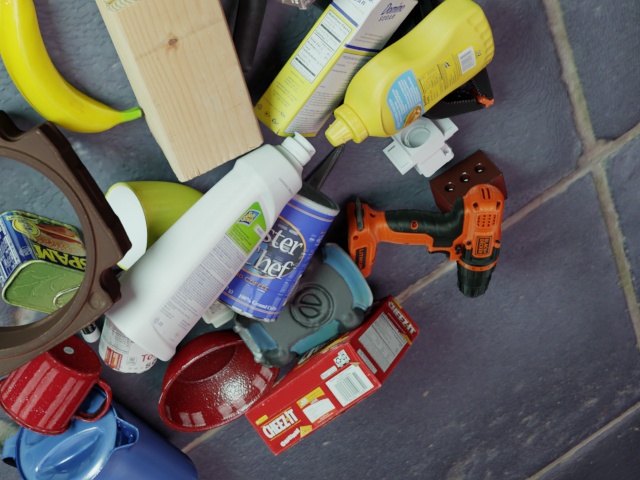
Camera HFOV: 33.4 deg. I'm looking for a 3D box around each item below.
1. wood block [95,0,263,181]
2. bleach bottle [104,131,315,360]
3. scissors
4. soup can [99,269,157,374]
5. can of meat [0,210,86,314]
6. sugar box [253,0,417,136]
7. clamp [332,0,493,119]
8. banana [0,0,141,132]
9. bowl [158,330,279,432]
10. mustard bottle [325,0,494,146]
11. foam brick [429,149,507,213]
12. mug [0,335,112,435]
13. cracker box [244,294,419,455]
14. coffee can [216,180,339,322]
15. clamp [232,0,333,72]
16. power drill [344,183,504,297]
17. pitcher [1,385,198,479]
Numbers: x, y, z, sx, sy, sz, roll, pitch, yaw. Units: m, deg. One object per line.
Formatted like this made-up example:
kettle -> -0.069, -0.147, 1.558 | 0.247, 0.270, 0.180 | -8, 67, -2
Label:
wood block -> -0.127, -0.163, 0.948 | 0.090, 0.090, 0.206 | -27, 142, -9
bleach bottle -> -0.098, -0.002, 1.034 | 0.251, 0.068, 0.102 | -47, 154, -5
scissors -> -0.021, -0.008, 1.196 | 0.202, 0.096, 0.016 | -41, 166, 11
soup can -> -0.203, 0.089, 1.173 | 0.068, 0.068, 0.102 | -6, 133, -32
can of meat -> -0.270, 0.022, 1.041 | 0.101, 0.084, 0.057 | 21, 116, -47
sugar box -> 0.014, -0.181, 1.045 | 0.176, 0.048, 0.093 | -53, 165, 19
clamp -> 0.119, -0.190, 1.144 | 0.209, 0.036, 0.165 | 7, 123, -40
banana -> -0.234, -0.149, 0.931 | 0.069, 0.037, 0.197 | -48, 143, -7
bowl -> -0.133, 0.163, 1.314 | 0.162, 0.055, 0.162 | -20, 140, -18
mustard bottle -> 0.084, -0.158, 1.069 | 0.191, 0.058, 0.096 | -39, 151, -6
foam brick -> 0.181, -0.062, 1.311 | 0.078, 0.053, 0.051 | -33, 142, -5
mug -> -0.282, 0.157, 1.162 | 0.117, 0.093, 0.081 | 32, 106, -16
cracker box -> 0.019, 0.159, 1.308 | 0.164, 0.072, 0.213 | -37, 180, 21
coffee can -> -0.057, 0.001, 1.139 | 0.102, 0.103, 0.140 | 18, 106, -46
clamp -> -0.055, -0.234, 0.961 | 0.120, 0.039, 0.171 | -48, 142, -15
power drill -> 0.124, 0.008, 1.287 | 0.187, 0.057, 0.184 | -4, 137, -2
pitcher -> -0.257, 0.273, 1.296 | 0.145, 0.149, 0.242 | -49, 146, -7
